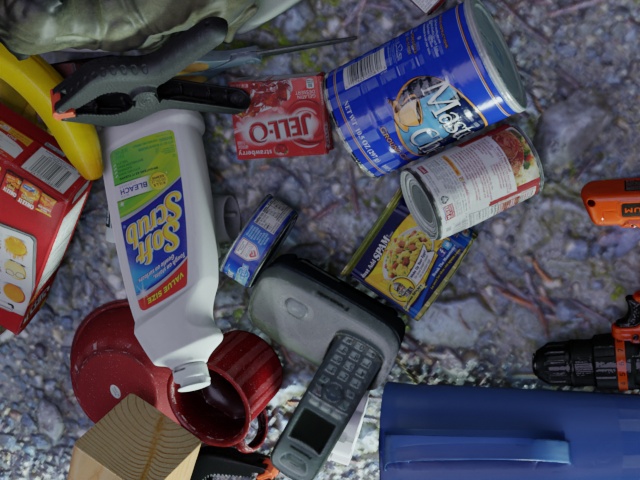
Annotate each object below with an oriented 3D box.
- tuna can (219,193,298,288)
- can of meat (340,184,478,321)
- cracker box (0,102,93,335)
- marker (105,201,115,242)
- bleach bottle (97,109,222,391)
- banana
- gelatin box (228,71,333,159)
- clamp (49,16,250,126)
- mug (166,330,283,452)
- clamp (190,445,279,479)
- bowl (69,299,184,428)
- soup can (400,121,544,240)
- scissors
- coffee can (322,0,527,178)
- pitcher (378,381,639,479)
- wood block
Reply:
[{"bbox_3d":[-0.056,0.001,0.989,0.034,0.086,0.086,33,113,2],"label":"tuna can"},{"bbox_3d":[0.081,0.011,0.966,0.084,0.057,0.102,34,113,3],"label":"can of meat"},{"bbox_3d":[-0.322,-0.030,1.031,0.164,0.072,0.214,32,132,-1],"label":"cracker box"},{"bbox_3d":[-0.200,-0.057,1.050,0.020,0.020,0.121,11,110,13],"label":"marker"},{"bbox_3d":[-0.132,0.009,0.964,0.102,0.068,0.251,-17,74,10],"label":"bleach bottle"},{"bbox_3d":[-0.262,-0.135,0.951,0.198,0.037,0.070,36,121,4],"label":"banana"},{"bbox_3d":[-0.036,-0.113,0.976,0.089,0.030,0.073,-1,107,18],"label":"gelatin box"},{"bbox_3d":[-0.143,-0.130,0.921,0.171,0.039,0.120,-14,146,10],"label":"clamp"},{"bbox_3d":[-0.083,0.150,1.039,0.093,0.081,0.117,-19,103,34],"label":"mug"},{"bbox_3d":[-0.136,0.261,1.121,0.210,0.036,0.164,-33,96,27],"label":"clamp"},{"bbox_3d":[-0.196,0.144,1.093,0.162,0.055,0.162,5,108,16],"label":"bowl"},{"bbox_3d":[0.127,-0.050,0.902,0.102,0.068,0.068,-25,100,-11],"label":"soup can"},{"bbox_3d":[-0.074,-0.162,0.971,0.201,0.096,0.016,-7,84,-11],"label":"scissors"},{"bbox_3d":[0.088,-0.126,0.895,0.140,0.102,0.103,-24,99,22],"label":"coffee can"},{"bbox_3d":[0.172,0.190,0.944,0.243,0.149,0.145,-2,119,12],"label":"pitcher"},{"bbox_3d":[-0.197,0.266,1.060,0.090,0.090,0.206,31,128,15],"label":"wood block"}]
